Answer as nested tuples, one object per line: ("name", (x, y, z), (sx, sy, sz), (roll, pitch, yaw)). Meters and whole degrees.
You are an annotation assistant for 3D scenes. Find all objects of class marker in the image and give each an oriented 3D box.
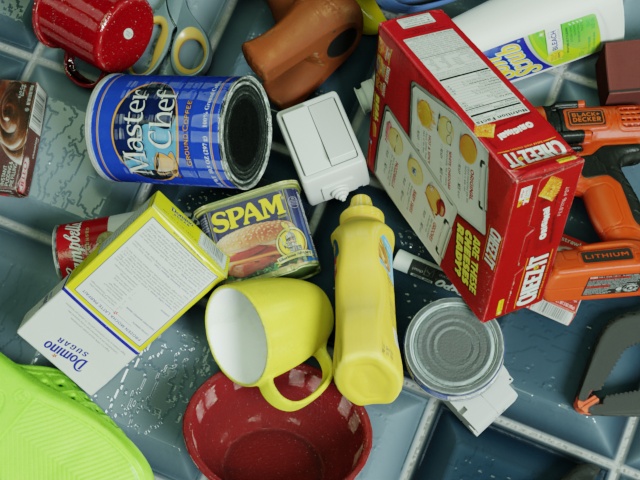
("marker", (0.124, 0.040, 0.976), (0.121, 0.020, 0.020), (23, 79, 11))

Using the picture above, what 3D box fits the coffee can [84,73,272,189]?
("coffee can", (-0.129, -0.101, 0.978), (0.140, 0.102, 0.103), (4, 75, 22))

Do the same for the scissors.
("scissors", (-0.129, -0.243, 1.075), (0.096, 0.016, 0.201), (24, 80, 14))

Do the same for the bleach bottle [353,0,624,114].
("bleach bottle", (0.153, -0.176, 0.998), (0.251, 0.102, 0.068), (-23, 63, 6))

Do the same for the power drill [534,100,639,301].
("power drill", (0.218, -0.040, 0.945), (0.184, 0.057, 0.187), (-5, 61, 1))

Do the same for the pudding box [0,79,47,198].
("pudding box", (-0.324, -0.102, 1.048), (0.090, 0.039, 0.113), (7, 76, 8))

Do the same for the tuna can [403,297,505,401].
("tuna can", (0.113, 0.092, 0.902), (0.086, 0.033, 0.086), (-2, 74, 7))

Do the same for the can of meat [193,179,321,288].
("can of meat", (-0.057, 0.001, 0.986), (0.102, 0.057, 0.084), (-17, 77, 2))

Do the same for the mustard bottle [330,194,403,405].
("mustard bottle", (0.039, 0.040, 0.939), (0.058, 0.096, 0.191), (-7, 55, 9))

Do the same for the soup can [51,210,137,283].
("soup can", (-0.189, 0.009, 0.991), (0.102, 0.068, 0.068), (-10, 75, 2))

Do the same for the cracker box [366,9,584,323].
("cracker box", (0.119, -0.066, 0.891), (0.072, 0.164, 0.214), (-18, 50, -19))

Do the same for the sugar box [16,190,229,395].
("sugar box", (-0.174, 0.048, 0.946), (0.176, 0.048, 0.093), (-39, 107, 17))

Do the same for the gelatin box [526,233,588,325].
("gelatin box", (0.196, 0.024, 0.957), (0.089, 0.030, 0.073), (24, 62, 10))

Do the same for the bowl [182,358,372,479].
("bowl", (-0.038, 0.177, 0.916), (0.162, 0.055, 0.162), (5, 38, -4))

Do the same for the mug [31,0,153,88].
("mug", (-0.220, -0.203, 1.037), (0.082, 0.093, 0.117), (30, 117, 21))
